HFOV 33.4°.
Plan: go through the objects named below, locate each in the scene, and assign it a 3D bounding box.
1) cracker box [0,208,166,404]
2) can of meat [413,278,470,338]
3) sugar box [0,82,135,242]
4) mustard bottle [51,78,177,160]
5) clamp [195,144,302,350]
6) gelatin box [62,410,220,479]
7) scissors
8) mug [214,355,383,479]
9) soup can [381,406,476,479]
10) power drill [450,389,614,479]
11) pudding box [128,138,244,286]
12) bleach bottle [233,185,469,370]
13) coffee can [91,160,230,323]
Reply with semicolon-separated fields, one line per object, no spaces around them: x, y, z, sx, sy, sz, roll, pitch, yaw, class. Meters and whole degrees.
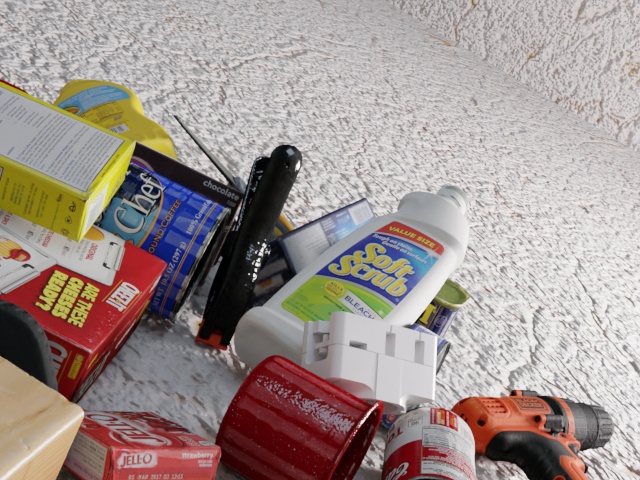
-0.233;0.021;0.725;0.213;0.072;0.164;27;21;0;cracker box
0.070;0.062;0.965;0.102;0.084;0.057;32;21;14;can of meat
-0.230;-0.070;0.754;0.176;0.048;0.093;22;33;-1;sugar box
-0.217;-0.111;1.048;0.096;0.058;0.192;-27;41;-14;mustard bottle
-0.056;0.001;0.841;0.039;0.171;0.120;17;-12;-6;clamp
-0.113;0.124;0.633;0.073;0.030;0.089;9;1;-37;gelatin box
-0.069;-0.033;1.012;0.201;0.016;0.096;43;18;-44;scissors
-0.013;0.129;0.714;0.081;0.093;0.117;27;4;16;mug
0.076;0.168;0.743;0.068;0.069;0.102;25;20;-3;soup can
0.216;0.194;0.867;0.184;0.057;0.188;6;25;-35;power drill
-0.133;-0.024;0.919;0.113;0.090;0.039;25;4;-7;pudding box
0.043;0.028;0.881;0.102;0.068;0.250;35;52;12;bleach bottle
-0.156;-0.011;0.846;0.140;0.103;0.102;26;21;-1;coffee can
